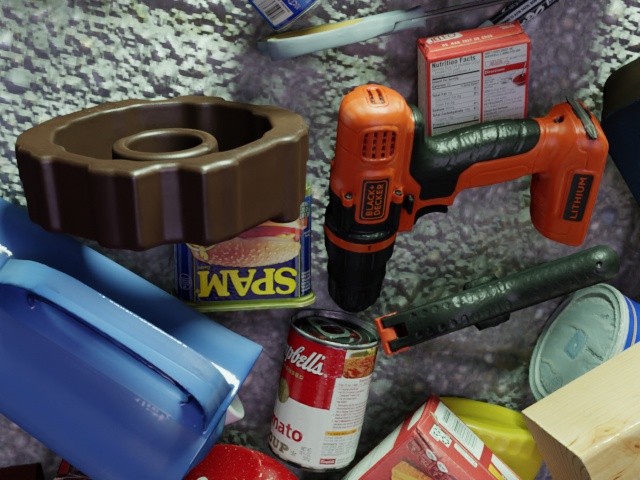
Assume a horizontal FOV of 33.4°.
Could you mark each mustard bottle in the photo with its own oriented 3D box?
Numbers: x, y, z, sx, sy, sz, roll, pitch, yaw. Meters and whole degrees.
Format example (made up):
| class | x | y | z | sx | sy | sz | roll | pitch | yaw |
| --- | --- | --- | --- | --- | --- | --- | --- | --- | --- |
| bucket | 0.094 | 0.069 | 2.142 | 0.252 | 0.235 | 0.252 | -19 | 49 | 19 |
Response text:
| class | x | y | z | sx | sy | sz | roll | pitch | yaw |
| --- | --- | --- | --- | --- | --- | --- | --- | --- | --- |
| mustard bottle | 0.106 | 0.223 | 0.845 | 0.096 | 0.058 | 0.192 | 13 | 105 | -7 |

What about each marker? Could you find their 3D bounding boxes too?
| class | x | y | z | sx | sy | sz | roll | pitch | yaw |
| --- | --- | --- | --- | --- | --- | --- | --- | --- | --- |
| marker | 0.138 | -0.159 | 0.751 | 0.121 | 0.020 | 0.020 | -35 | 110 | 2 |

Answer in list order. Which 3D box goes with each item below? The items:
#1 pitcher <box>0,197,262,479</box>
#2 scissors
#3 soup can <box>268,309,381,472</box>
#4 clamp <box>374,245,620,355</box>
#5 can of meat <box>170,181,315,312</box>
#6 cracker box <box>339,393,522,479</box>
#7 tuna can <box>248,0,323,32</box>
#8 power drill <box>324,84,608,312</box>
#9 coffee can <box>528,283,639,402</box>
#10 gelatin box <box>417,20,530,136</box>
| class | x | y | z | sx | sy | sz | roll | pitch | yaw |
| --- | --- | --- | --- | --- | --- | --- | --- | --- | --- |
| pitcher | -0.165 | 0.059 | 0.683 | 0.243 | 0.145 | 0.149 | 33 | 111 | -2 |
| scissors | 0.043 | -0.148 | 0.726 | 0.201 | 0.096 | 0.016 | -19 | 106 | -30 |
| soup can | 0.002 | 0.110 | 0.787 | 0.068 | 0.068 | 0.102 | 8 | 106 | -12 |
| clamp | 0.125 | 0.044 | 0.772 | 0.171 | 0.120 | 0.039 | -17 | 77 | 6 |
| can of meat | -0.055 | 0.001 | 0.749 | 0.102 | 0.057 | 0.084 | -2 | 105 | -9 |
| cracker box | 0.065 | 0.246 | 0.789 | 0.164 | 0.072 | 0.214 | 44 | 110 | 3 |
| tuna can | -0.008 | -0.175 | 0.686 | 0.086 | 0.086 | 0.033 | -43 | 107 | 5 |
| power drill | 0.095 | -0.027 | 0.746 | 0.187 | 0.057 | 0.184 | -6 | 133 | -11 |
| coffee can | 0.245 | 0.109 | 0.809 | 0.140 | 0.103 | 0.103 | 29 | 100 | -17 |
| gelatin box | 0.106 | -0.104 | 0.743 | 0.073 | 0.030 | 0.089 | -12 | 131 | -6 |
